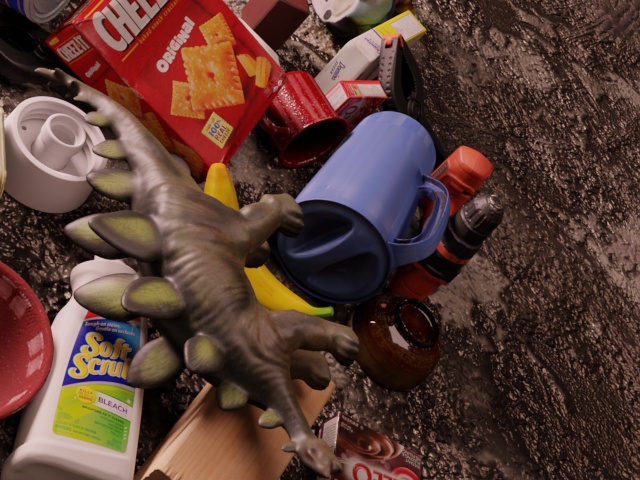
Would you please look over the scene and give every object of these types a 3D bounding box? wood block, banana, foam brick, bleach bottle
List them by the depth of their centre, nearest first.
[{"bbox_3d":[-0.199,0.101,0.911,0.102,0.068,0.251,25,41,-27],"label":"bleach bottle"},{"bbox_3d":[-0.079,0.179,0.935,0.091,0.090,0.205,44,39,-4],"label":"wood block"},{"bbox_3d":[-0.070,0.015,1.097,0.198,0.069,0.037,52,5,-5],"label":"banana"},{"bbox_3d":[-0.058,-0.292,1.366,0.052,0.078,0.051,18,47,-36],"label":"foam brick"}]

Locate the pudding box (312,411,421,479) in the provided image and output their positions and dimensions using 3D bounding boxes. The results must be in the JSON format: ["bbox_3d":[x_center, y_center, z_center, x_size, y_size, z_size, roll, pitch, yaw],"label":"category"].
[{"bbox_3d":[0.046,0.234,1.047,0.113,0.039,0.090,30,42,-21],"label":"pudding box"}]

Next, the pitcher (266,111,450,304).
[{"bbox_3d":[0.060,-0.047,1.208,0.149,0.145,0.242,39,40,-5],"label":"pitcher"}]

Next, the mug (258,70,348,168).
[{"bbox_3d":[-0.034,-0.145,1.254,0.117,0.093,0.081,-6,58,-48],"label":"mug"}]

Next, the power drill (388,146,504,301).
[{"bbox_3d":[0.155,-0.030,1.248,0.057,0.185,0.187,35,38,-11],"label":"power drill"}]

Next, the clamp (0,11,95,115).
[{"bbox_3d":[-0.281,-0.179,1.091,0.171,0.039,0.120,6,51,-41],"label":"clamp"}]

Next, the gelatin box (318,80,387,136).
[{"bbox_3d":[0.028,-0.162,1.327,0.073,0.089,0.030,-7,65,-46],"label":"gelatin box"}]

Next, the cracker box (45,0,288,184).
[{"bbox_3d":[-0.152,-0.189,1.122,0.213,0.072,0.164,47,55,-22],"label":"cracker box"}]

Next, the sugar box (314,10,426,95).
[{"bbox_3d":[0.066,-0.247,1.432,0.048,0.093,0.175,50,38,4],"label":"sugar box"}]

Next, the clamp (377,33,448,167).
[{"bbox_3d":[0.106,-0.158,1.372,0.164,0.036,0.210,-46,127,-49],"label":"clamp"}]

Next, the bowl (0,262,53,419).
[{"bbox_3d":[-0.295,0.081,0.837,0.162,0.055,0.162,24,44,-25],"label":"bowl"}]
